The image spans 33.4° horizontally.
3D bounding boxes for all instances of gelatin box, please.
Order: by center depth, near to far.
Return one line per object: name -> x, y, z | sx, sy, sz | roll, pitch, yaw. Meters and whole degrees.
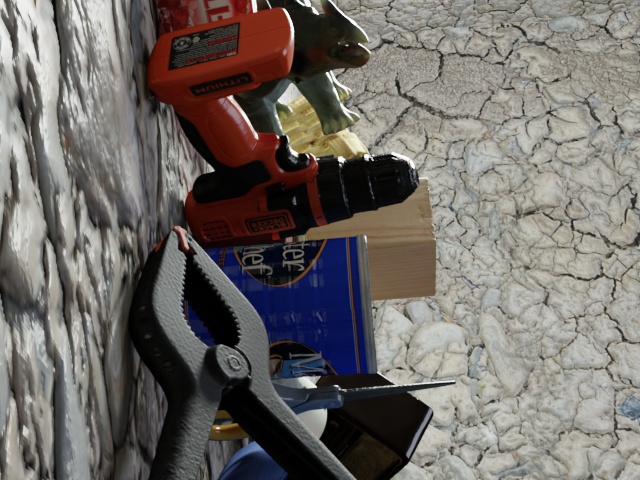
gelatin box -> -0.084, -0.169, 0.787 | 0.030, 0.073, 0.089 | -79, 164, -81

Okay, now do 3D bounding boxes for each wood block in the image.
wood block -> 0.010, 0.004, 1.076 | 0.091, 0.206, 0.090 | 82, 4, -52

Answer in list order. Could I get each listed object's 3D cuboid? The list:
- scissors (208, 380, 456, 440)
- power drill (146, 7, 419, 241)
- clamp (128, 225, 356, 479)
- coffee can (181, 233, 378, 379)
scissors -> -0.007, 0.126, 0.803 | 0.096, 0.201, 0.016 | 121, -35, -53
power drill -> -0.032, -0.076, 0.776 | 0.187, 0.184, 0.057 | 68, 14, -46
clamp -> -0.051, 0.086, 0.618 | 0.164, 0.036, 0.210 | 17, 42, -41
coffee can -> -0.032, 0.052, 0.786 | 0.103, 0.140, 0.103 | -4, 90, -87
